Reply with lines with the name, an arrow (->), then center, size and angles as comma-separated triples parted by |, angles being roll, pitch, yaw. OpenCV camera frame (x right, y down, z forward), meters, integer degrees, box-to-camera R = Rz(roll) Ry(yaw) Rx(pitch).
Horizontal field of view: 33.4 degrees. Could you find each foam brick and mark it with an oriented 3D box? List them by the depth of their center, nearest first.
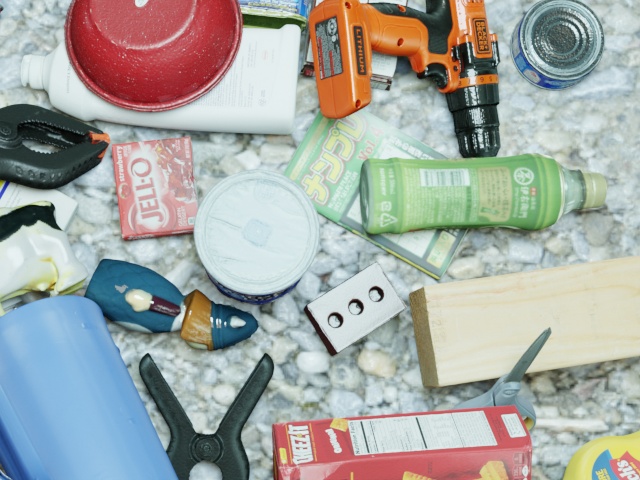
foam brick -> 0.030, 0.062, 0.973 | 0.078, 0.051, 0.053 | -33, 86, -7

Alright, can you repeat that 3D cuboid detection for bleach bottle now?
bleach bottle -> -0.146, -0.155, 0.983 | 0.251, 0.068, 0.102 | 4, 80, -1

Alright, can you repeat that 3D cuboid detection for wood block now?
wood block -> 0.192, 0.073, 0.963 | 0.206, 0.091, 0.090 | -8, 83, -5

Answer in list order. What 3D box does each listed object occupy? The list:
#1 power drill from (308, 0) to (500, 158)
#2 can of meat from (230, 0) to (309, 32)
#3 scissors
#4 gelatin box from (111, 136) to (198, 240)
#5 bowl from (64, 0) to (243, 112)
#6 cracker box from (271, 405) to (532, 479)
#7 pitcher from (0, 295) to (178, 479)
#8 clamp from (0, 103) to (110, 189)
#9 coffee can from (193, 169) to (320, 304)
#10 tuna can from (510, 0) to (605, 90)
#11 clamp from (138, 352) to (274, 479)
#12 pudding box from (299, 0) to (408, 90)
power drill -> 0.084, -0.153, 0.967 | 0.187, 0.057, 0.184 | -9, 89, -35
can of meat -> -0.057, -0.246, 1.002 | 0.102, 0.057, 0.084 | 6, 85, -3
scissors -> 0.174, 0.130, 0.920 | 0.096, 0.202, 0.016 | 10, 53, -25
gelatin box -> -0.151, -0.047, 0.984 | 0.073, 0.030, 0.089 | -6, 83, -5
bowl -> -0.150, -0.197, 0.934 | 0.162, 0.055, 0.162 | 0, 75, 1
cracker box -> 0.069, 0.234, 0.912 | 0.213, 0.072, 0.164 | -4, 114, -5
pitcher -> -0.198, 0.174, 0.855 | 0.149, 0.145, 0.243 | -28, 62, -13
clamp -> -0.279, -0.075, 0.921 | 0.209, 0.036, 0.164 | 4, 47, -33
coffee can -> -0.056, 0.001, 0.929 | 0.102, 0.140, 0.103 | 0, 83, -4
tuna can -> 0.228, -0.190, 1.026 | 0.086, 0.034, 0.086 | 0, 83, -4
clamp -> -0.093, 0.178, 0.957 | 0.120, 0.039, 0.171 | -8, 90, 0
pudding box -> 0.034, -0.207, 1.013 | 0.090, 0.039, 0.113 | 10, 81, -3
